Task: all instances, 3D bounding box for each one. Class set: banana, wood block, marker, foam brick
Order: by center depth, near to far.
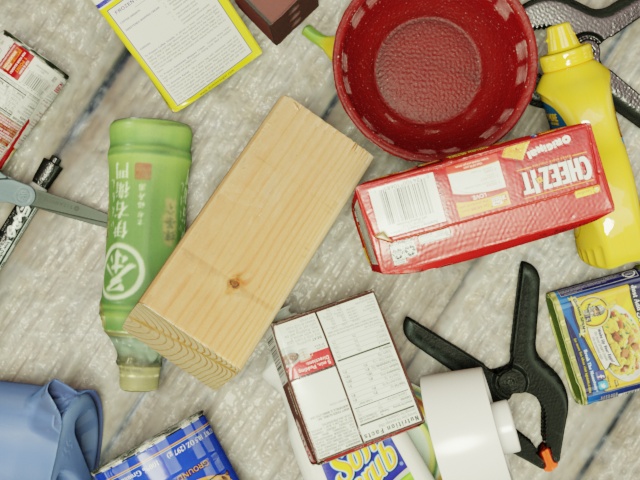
[{"bbox_3d":[-0.055,0.001,0.833,0.091,0.090,0.206,35,66,-5],"label":"wood block"},{"bbox_3d":[-0.038,-0.204,0.889,0.053,0.078,0.051,-45,87,1],"label":"foam brick"},{"bbox_3d":[0.086,-0.187,0.905,0.198,0.037,0.069,-21,89,0],"label":"banana"},{"bbox_3d":[-0.257,-0.020,0.913,0.020,0.020,0.121,31,88,3],"label":"marker"}]

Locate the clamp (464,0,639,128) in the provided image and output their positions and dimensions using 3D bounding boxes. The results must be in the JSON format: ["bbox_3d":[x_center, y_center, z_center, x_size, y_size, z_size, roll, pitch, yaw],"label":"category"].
[{"bbox_3d":[0.228,-0.167,0.897,0.210,0.036,0.164,9,96,4],"label":"clamp"}]

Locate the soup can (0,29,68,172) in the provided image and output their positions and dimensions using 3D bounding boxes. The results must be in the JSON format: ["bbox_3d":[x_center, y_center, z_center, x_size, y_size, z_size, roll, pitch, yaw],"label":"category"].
[{"bbox_3d":[-0.267,-0.116,0.895,0.068,0.068,0.102,35,88,3],"label":"soup can"}]

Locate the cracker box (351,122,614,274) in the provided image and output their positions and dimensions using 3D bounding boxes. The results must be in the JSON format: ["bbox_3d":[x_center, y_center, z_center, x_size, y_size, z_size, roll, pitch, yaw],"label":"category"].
[{"bbox_3d":[0.111,-0.024,0.807,0.164,0.213,0.072,-16,88,1],"label":"cracker box"}]

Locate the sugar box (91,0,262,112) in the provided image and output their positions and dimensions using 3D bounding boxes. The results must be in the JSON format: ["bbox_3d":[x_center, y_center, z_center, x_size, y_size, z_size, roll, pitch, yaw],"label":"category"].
[{"bbox_3d":[-0.133,-0.199,0.864,0.093,0.048,0.176,-36,120,-2],"label":"sugar box"}]

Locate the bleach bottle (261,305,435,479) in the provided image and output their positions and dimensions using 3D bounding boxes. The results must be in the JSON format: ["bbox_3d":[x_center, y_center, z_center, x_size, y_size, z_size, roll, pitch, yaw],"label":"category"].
[{"bbox_3d":[0.020,0.170,0.853,0.102,0.068,0.251,-31,83,-5],"label":"bleach bottle"}]

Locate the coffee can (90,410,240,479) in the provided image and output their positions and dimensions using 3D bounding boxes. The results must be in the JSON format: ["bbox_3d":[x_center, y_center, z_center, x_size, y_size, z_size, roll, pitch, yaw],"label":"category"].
[{"bbox_3d":[-0.106,0.222,0.855,0.103,0.103,0.140,-29,87,0],"label":"coffee can"}]

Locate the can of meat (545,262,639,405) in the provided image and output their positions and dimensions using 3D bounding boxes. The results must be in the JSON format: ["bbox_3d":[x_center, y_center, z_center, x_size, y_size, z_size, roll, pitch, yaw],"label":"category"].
[{"bbox_3d":[0.239,0.078,0.877,0.084,0.057,0.102,-16,86,3],"label":"can of meat"}]

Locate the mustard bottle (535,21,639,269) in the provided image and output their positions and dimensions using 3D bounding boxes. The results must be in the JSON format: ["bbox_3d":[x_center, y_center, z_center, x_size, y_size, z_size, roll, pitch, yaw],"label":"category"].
[{"bbox_3d":[0.212,-0.078,0.847,0.058,0.096,0.191,-15,100,8],"label":"mustard bottle"}]

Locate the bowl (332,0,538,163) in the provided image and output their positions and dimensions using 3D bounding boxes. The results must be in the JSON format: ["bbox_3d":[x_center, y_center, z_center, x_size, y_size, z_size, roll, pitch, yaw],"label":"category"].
[{"bbox_3d":[0.089,-0.140,0.857,0.162,0.055,0.162,0,90,0],"label":"bowl"}]

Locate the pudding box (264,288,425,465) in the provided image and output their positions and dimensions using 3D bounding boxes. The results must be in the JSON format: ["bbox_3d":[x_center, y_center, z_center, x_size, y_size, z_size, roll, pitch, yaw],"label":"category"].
[{"bbox_3d":[0.018,0.104,0.816,0.090,0.039,0.113,-18,80,-13],"label":"pudding box"}]

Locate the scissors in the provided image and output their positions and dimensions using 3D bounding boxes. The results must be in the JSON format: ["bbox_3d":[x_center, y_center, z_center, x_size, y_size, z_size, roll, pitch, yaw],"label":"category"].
[{"bbox_3d":[-0.260,-0.025,0.868,0.201,0.016,0.096,36,85,-28],"label":"scissors"}]

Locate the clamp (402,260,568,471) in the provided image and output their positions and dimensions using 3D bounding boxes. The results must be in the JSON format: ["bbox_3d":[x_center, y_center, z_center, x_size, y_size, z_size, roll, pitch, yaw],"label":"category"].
[{"bbox_3d":[0.161,0.105,0.885,0.120,0.039,0.171,-35,92,11],"label":"clamp"}]

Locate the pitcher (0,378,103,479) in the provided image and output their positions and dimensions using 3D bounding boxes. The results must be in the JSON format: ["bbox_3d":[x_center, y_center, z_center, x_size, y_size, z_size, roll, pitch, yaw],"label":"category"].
[{"bbox_3d":[-0.306,0.177,0.859,0.243,0.145,0.149,8,75,5],"label":"pitcher"}]
